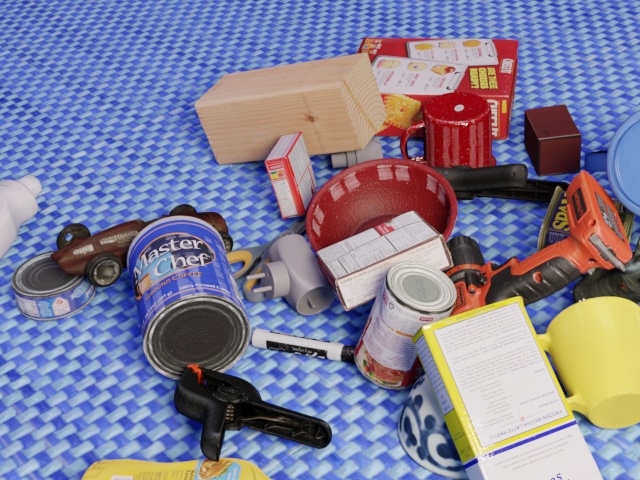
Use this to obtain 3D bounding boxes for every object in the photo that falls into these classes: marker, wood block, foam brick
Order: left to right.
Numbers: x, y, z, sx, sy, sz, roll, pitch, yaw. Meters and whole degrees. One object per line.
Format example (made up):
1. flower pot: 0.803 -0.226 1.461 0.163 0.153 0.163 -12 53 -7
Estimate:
1. wood block: -0.037 -0.159 1.311 0.206 0.091 0.090 -3 32 30
2. marker: -0.008 0.104 1.034 0.121 0.020 0.020 8 37 20
3. foam brick: 0.277 -0.120 1.277 0.053 0.051 0.078 -7 35 2

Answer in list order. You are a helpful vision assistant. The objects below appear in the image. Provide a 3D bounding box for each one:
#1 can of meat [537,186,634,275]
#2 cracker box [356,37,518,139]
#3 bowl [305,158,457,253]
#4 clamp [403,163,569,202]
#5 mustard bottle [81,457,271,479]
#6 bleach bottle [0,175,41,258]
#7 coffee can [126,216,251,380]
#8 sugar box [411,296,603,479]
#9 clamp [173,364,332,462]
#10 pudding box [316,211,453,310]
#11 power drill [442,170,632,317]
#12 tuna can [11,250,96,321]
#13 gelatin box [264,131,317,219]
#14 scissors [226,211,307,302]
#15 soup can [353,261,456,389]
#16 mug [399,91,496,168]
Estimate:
1. can of meat: 0.277 -0.006 1.111 0.084 0.057 0.102 11 39 20
2. cracker box: 0.145 -0.200 1.396 0.214 0.072 0.164 4 37 13
3. bowl: 0.068 -0.012 1.136 0.162 0.055 0.162 -7 50 9
4. clamp: 0.169 -0.063 1.195 0.210 0.036 0.164 3 -5 37
5. mustard bottle: -0.098 0.216 0.854 0.191 0.058 0.096 -3 30 5
6. bleach bottle: -0.395 -0.001 1.214 0.103 0.068 0.250 10 36 22
7. coffee can: -0.132 0.055 1.052 0.102 0.103 0.140 -13 36 -9
8. sugar box: 0.150 0.140 0.854 0.093 0.048 0.176 -16 75 -14
9. clamp: -0.085 0.150 0.932 0.120 0.039 0.172 5 8 -42
10. pudding box: 0.059 0.018 1.026 0.113 0.039 0.090 -24 21 -4
11. power drill: 0.194 0.018 1.014 0.188 0.057 0.184 -39 27 24
12. tuna can: -0.288 0.047 1.150 0.086 0.034 0.086 -5 35 3
13. gelatin box: -0.033 -0.076 1.234 0.030 0.073 0.089 -10 23 16
14. scissors: -0.058 0.001 1.191 0.096 0.016 0.201 4 36 16
15. soup can: 0.076 0.077 0.971 0.068 0.102 0.068 11 39 -9
16. mug: 0.152 -0.123 1.275 0.117 0.081 0.093 -8 35 -2
